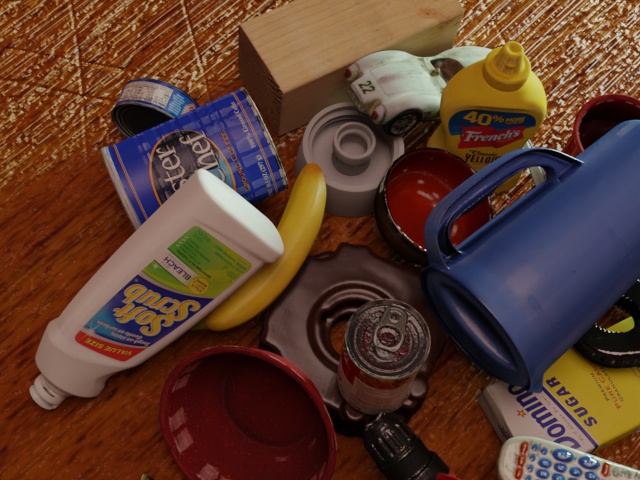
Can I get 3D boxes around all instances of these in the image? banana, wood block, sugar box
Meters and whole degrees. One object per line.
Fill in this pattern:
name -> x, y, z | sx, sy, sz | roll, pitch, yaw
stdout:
banana -> -0.045, 0.012, 0.960 | 0.070, 0.037, 0.197 | 30, 73, 32
wood block -> 0.028, -0.200, 1.075 | 0.206, 0.091, 0.090 | -27, 71, -14
sugar box -> 0.243, 0.141, 0.967 | 0.176, 0.048, 0.093 | -23, 67, -15

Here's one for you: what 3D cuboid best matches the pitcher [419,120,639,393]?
pitcher -> 0.208, -0.002, 0.910 | 0.242, 0.149, 0.145 | -39, 61, -14

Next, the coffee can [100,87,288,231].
coffee can -> -0.113, -0.064, 0.965 | 0.140, 0.103, 0.103 | -25, 71, -6

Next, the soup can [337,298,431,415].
soup can -> 0.050, 0.098, 0.879 | 0.068, 0.102, 0.068 | 1, 64, -3

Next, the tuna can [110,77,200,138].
tuna can -> -0.156, -0.119, 1.030 | 0.086, 0.086, 0.033 | 19, 65, 4

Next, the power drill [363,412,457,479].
power drill -> 0.049, 0.260, 0.874 | 0.187, 0.057, 0.184 | -39, 95, -15

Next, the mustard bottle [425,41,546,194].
mustard bottle -> 0.157, -0.115, 0.990 | 0.096, 0.192, 0.058 | 5, 59, -2

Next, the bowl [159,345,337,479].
bowl -> -0.054, 0.152, 0.909 | 0.162, 0.162, 0.055 | 29, 28, 8

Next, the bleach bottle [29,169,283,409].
bleach bottle -> -0.153, 0.058, 0.923 | 0.251, 0.068, 0.102 | -45, 118, 12
